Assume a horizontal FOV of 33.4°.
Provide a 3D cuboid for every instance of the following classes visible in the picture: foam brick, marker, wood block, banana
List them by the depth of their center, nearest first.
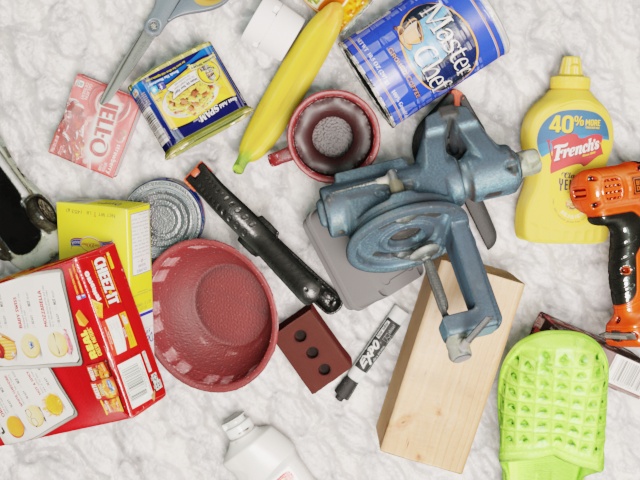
[{"bbox_3d":[-0.031,-0.154,1.088,0.037,0.069,0.198,27,102,-16],"label":"banana"},{"bbox_3d":[0.132,0.123,1.113,0.090,0.091,0.206,17,96,-3],"label":"wood block"},{"bbox_3d":[-0.009,0.114,1.130,0.053,0.051,0.078,-36,96,4],"label":"foam brick"},{"bbox_3d":[0.053,0.123,1.148,0.020,0.020,0.121,34,95,-4],"label":"marker"}]

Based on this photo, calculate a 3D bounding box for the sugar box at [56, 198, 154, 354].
[{"bbox_3d":[-0.221,0.047,1.100,0.093,0.048,0.176,6,101,27],"label":"sugar box"}]

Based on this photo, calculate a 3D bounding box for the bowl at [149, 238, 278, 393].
[{"bbox_3d":[-0.106,0.073,1.107,0.162,0.055,0.162,5,102,23],"label":"bowl"}]

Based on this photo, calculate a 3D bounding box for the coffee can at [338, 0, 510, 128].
[{"bbox_3d":[0.104,-0.193,1.070,0.140,0.103,0.103,-33,96,3],"label":"coffee can"}]

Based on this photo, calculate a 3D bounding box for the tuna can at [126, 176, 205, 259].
[{"bbox_3d":[-0.165,-0.023,1.122,0.086,0.034,0.086,0,97,0],"label":"tuna can"}]

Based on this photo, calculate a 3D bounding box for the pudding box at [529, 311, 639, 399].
[{"bbox_3d":[0.281,0.118,1.114,0.113,0.090,0.039,26,97,-4],"label":"pudding box"}]

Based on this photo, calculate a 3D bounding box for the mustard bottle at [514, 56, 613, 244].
[{"bbox_3d":[0.254,-0.093,1.105,0.096,0.058,0.191,1,96,-10],"label":"mustard bottle"}]

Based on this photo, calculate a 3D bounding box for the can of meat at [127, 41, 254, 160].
[{"bbox_3d":[-0.133,-0.143,1.087,0.102,0.058,0.084,-31,94,-21],"label":"can of meat"}]

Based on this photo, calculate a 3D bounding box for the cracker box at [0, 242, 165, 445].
[{"bbox_3d":[-0.275,0.109,1.076,0.214,0.072,0.164,-16,95,31],"label":"cracker box"}]

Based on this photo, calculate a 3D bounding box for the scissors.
[{"bbox_3d":[-0.150,-0.220,1.098,0.096,0.016,0.202,18,89,-7],"label":"scissors"}]

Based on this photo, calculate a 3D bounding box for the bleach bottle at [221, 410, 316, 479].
[{"bbox_3d":[-0.038,0.301,1.147,0.102,0.068,0.251,-30,94,2],"label":"bleach bottle"}]

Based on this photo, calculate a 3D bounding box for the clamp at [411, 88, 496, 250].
[{"bbox_3d":[0.142,-0.070,1.118,0.120,0.039,0.171,13,103,-8],"label":"clamp"}]

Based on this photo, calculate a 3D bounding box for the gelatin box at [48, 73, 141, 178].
[{"bbox_3d":[-0.233,-0.119,1.113,0.073,0.030,0.089,22,96,-3],"label":"gelatin box"}]

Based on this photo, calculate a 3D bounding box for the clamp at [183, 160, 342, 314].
[{"bbox_3d":[-0.057,0.001,1.095,0.036,0.164,0.210,-46,72,0],"label":"clamp"}]

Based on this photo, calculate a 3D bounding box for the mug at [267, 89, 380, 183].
[{"bbox_3d":[0.002,-0.102,1.090,0.117,0.081,0.093,-24,96,2],"label":"mug"}]
